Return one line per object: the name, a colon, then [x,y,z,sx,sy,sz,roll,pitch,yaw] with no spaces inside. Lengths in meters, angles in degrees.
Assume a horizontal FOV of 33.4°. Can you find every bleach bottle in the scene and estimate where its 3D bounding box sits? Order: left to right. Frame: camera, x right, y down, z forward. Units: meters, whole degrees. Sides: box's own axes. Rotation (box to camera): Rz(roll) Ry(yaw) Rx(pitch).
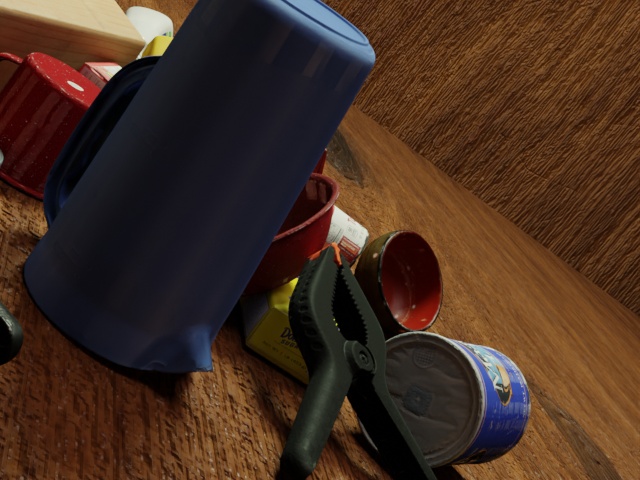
bleach bottle: [-0.204,-0.197,1.164,0.068,0.103,0.251,16,15,-10]

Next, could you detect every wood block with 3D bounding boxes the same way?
wood block: [-0.258,-0.176,0.882,0.091,0.090,0.205,52,25,23]

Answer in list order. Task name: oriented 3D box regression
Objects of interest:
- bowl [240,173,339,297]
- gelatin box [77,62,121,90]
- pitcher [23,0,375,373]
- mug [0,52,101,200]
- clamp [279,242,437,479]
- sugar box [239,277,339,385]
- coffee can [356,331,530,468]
bowl: [-0.056,0.001,0.869,0.162,0.162,0.055,-108,-179,-69]
gelatin box: [-0.200,-0.107,0.896,0.030,0.089,0.073,40,12,1]
pitcher: [-0.080,-0.051,0.671,0.149,0.243,0.145,30,18,-13]
mug: [-0.219,-0.096,0.817,0.117,0.081,0.093,40,12,8]
clamp: [0.013,0.093,0.757,0.164,0.036,0.210,21,46,-50]
sugar box: [-0.022,0.060,0.909,0.093,0.048,0.176,34,14,-18]
coffee can: [0.102,0.130,0.862,0.103,0.103,0.140,44,11,25]
